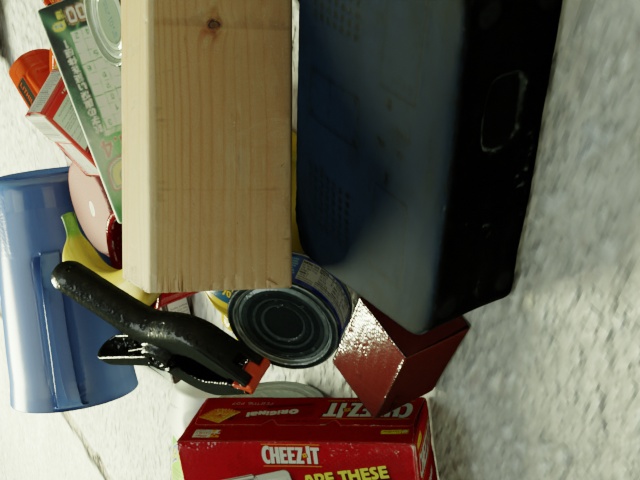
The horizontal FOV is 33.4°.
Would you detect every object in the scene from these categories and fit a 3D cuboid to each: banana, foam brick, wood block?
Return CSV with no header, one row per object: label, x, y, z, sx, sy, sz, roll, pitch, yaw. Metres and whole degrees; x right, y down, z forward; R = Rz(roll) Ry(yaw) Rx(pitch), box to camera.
banana,-0.172,0.028,0.865,0.198,0.037,0.069,18,125,53
foam brick,0.049,0.067,0.680,0.051,0.052,0.078,53,146,25
wood block,-0.072,-0.076,0.660,0.090,0.090,0.206,-168,78,-69

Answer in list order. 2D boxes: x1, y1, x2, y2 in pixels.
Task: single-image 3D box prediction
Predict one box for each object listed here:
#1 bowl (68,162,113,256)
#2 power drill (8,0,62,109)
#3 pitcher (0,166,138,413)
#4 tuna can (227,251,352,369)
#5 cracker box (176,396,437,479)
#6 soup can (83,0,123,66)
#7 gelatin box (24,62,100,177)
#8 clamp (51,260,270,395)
bowl,-0.193,-0.039,1.006,0.162,0.055,0.162,37,137,43
power drill,-0.251,-0.204,0.994,0.184,0.057,0.188,55,147,23
pitcher,-0.268,0.050,1.094,0.149,0.144,0.243,0,102,36
tuna can,-0.023,0.051,0.760,0.086,0.033,0.086,10,129,13
cracker box,0.002,0.216,0.752,0.164,0.072,0.214,-2,111,14
soup can,-0.103,-0.163,0.735,0.069,0.102,0.068,36,137,44
gelatin box,-0.203,-0.109,0.924,0.030,0.073,0.089,4,150,35
clamp,-0.116,0.080,0.797,0.172,0.039,0.120,24,156,17
